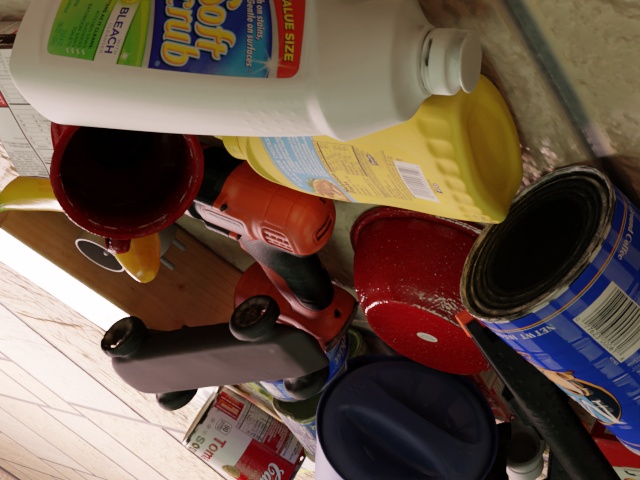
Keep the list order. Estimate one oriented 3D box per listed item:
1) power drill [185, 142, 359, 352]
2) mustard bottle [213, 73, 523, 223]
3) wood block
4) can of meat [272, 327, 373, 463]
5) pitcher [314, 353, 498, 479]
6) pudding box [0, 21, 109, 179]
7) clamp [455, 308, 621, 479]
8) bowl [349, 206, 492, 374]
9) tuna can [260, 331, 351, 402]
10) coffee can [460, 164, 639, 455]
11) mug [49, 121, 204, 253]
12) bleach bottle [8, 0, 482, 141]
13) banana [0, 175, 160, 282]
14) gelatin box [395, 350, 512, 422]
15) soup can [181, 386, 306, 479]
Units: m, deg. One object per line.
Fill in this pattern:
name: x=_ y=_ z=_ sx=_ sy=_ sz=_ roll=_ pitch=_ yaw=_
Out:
power drill: x=-0.055 y=0.001 z=0.791 sx=0.185 sy=0.057 sz=0.187 roll=23 pitch=157 yaw=30
mustard bottle: x=0.013 y=-0.059 z=0.605 sx=0.192 sy=0.058 sz=0.096 roll=9 pitch=152 yaw=35
wood block: x=-0.174 y=0.020 z=0.914 sx=0.206 sy=0.090 sz=0.091 roll=37 pitch=154 yaw=-18
can of meat: x=0.012 y=0.134 z=0.926 sx=0.058 sy=0.102 sz=0.084 roll=16 pitch=151 yaw=37
pitcher: x=0.058 y=0.220 z=0.845 sx=0.145 sy=0.149 sz=0.243 roll=17 pitch=136 yaw=11
pudding box: x=-0.195 y=-0.095 z=0.742 sx=0.090 sy=0.039 sz=0.113 roll=7 pitch=132 yaw=38
clamp: x=0.135 y=0.097 z=0.676 sx=0.171 sy=0.039 sz=0.120 roll=57 pitch=175 yaw=-18
bowl: x=0.083 y=0.046 z=0.738 sx=0.162 sy=0.055 sz=0.162 roll=23 pitch=154 yaw=11
tuna can: x=-0.019 y=0.090 z=0.892 sx=0.086 sy=0.086 sz=0.033 roll=4 pitch=144 yaw=42
coffee can: x=0.162 y=0.041 z=0.589 sx=0.140 sy=0.102 sz=0.103 roll=39 pitch=153 yaw=-22
mug: x=-0.129 y=-0.049 z=0.685 sx=0.081 sy=0.093 sz=0.117 roll=-123 pitch=34 yaw=-58
bleach bottle: x=-0.038 y=-0.103 z=0.551 sx=0.251 sy=0.102 sz=0.068 roll=7 pitch=155 yaw=28
banana: x=-0.172 y=-0.020 z=0.779 sx=0.198 sy=0.069 sz=0.037 roll=15 pitch=165 yaw=39
gelatin box: x=0.111 y=0.108 z=0.856 sx=0.073 sy=0.030 sz=0.089 roll=9 pitch=148 yaw=36
soup can: x=-0.069 y=0.188 z=0.992 sx=0.102 sy=0.068 sz=0.069 roll=33 pitch=155 yaw=-4
